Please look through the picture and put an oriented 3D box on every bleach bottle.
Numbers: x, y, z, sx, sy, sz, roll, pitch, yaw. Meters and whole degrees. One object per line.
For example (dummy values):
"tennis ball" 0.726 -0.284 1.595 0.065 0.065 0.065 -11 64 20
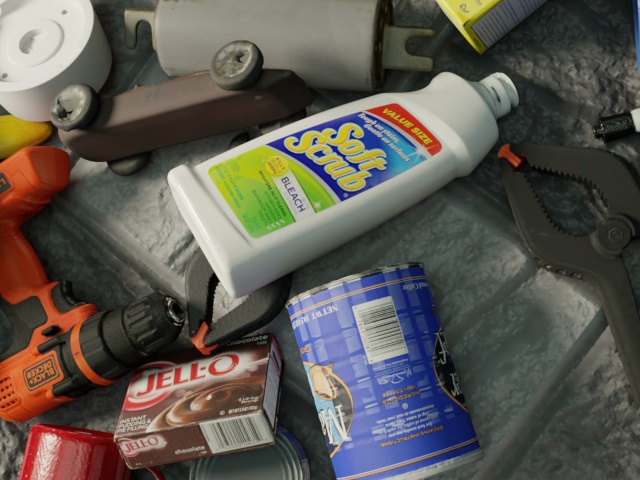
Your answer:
"bleach bottle" 0.025 -0.059 0.763 0.250 0.068 0.103 -28 68 -10

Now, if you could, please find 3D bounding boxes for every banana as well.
"banana" -0.316 -0.099 0.878 0.198 0.037 0.069 21 91 14

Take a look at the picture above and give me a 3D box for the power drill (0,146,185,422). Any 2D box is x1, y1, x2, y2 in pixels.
"power drill" -0.201 0.027 0.812 0.185 0.057 0.188 -27 76 23

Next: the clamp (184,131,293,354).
"clamp" -0.055 0.001 0.798 0.120 0.039 0.171 34 76 22

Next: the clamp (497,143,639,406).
"clamp" 0.217 -0.007 0.748 0.164 0.036 0.210 -45 76 5

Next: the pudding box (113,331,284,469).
"pudding box" -0.086 0.116 0.777 0.113 0.090 0.039 -10 123 10

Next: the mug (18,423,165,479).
"mug" -0.170 0.184 0.790 0.117 0.093 0.081 9 81 6

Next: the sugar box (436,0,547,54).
"sugar box" 0.163 -0.208 0.744 0.176 0.093 0.048 -41 79 12

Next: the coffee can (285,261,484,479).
"coffee can" 0.043 0.097 0.742 0.103 0.102 0.140 -18 80 10

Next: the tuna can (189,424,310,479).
"tuna can" -0.051 0.175 0.790 0.086 0.033 0.086 -1 84 12
